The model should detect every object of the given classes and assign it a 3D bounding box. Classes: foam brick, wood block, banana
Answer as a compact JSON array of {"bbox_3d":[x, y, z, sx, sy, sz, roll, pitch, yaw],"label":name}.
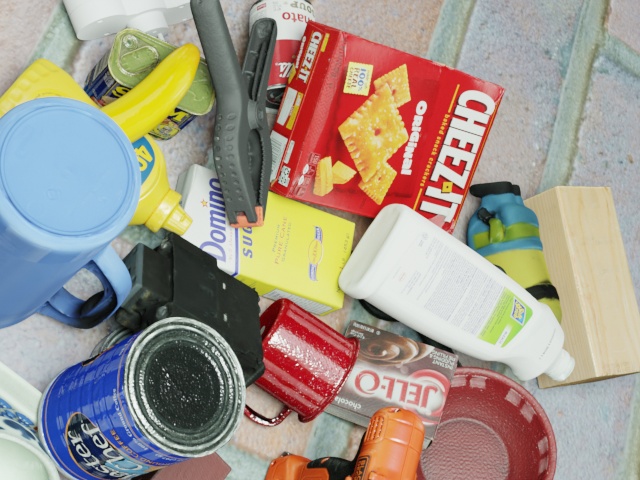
[{"bbox_3d":[-0.124,0.206,0.900,0.051,0.053,0.078,48,56,-10],"label":"foam brick"},{"bbox_3d":[0.281,0.052,1.174,0.090,0.091,0.206,-1,75,-33],"label":"wood block"},{"bbox_3d":[-0.179,-0.107,0.884,0.197,0.037,0.069,-22,99,-23],"label":"banana"}]

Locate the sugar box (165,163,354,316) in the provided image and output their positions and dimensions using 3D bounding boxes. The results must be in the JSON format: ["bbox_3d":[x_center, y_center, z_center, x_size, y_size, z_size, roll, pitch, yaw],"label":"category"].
[{"bbox_3d":[-0.056,0.001,1.011,0.176,0.048,0.093,20,65,-26],"label":"sugar box"}]

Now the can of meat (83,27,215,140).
[{"bbox_3d":[-0.157,-0.138,0.970,0.102,0.084,0.057,21,65,-25],"label":"can of meat"}]

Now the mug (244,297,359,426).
[{"bbox_3d":[-0.031,0.115,0.973,0.081,0.093,0.117,35,96,-12],"label":"mug"}]

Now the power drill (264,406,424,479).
[{"bbox_3d":[0.008,0.238,0.889,0.057,0.188,0.184,32,59,-21],"label":"power drill"}]

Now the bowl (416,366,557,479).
[{"bbox_3d":[0.145,0.207,1.040,0.162,0.055,0.162,1,62,-2],"label":"bowl"}]

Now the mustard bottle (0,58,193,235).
[{"bbox_3d":[-0.193,-0.066,0.927,0.191,0.058,0.096,37,60,-9],"label":"mustard bottle"}]

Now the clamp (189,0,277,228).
[{"bbox_3d":[-0.068,-0.118,0.971,0.164,0.036,0.210,-26,112,-70],"label":"clamp"}]

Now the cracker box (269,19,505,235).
[{"bbox_3d":[0.062,-0.105,1.046,0.213,0.072,0.164,12,103,-34],"label":"cracker box"}]

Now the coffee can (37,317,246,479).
[{"bbox_3d":[-0.138,0.126,0.811,0.102,0.141,0.103,18,61,-35],"label":"coffee can"}]

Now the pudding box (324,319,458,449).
[{"bbox_3d":[0.066,0.137,1.021,0.113,0.039,0.090,18,61,7],"label":"pudding box"}]

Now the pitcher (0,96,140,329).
[{"bbox_3d":[-0.216,-0.011,0.797,0.149,0.243,0.145,-4,79,-32],"label":"pitcher"}]

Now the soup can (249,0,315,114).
[{"bbox_3d":[-0.037,-0.186,1.070,0.068,0.069,0.102,7,70,-30],"label":"soup can"}]

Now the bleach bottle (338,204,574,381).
[{"bbox_3d":[0.144,0.070,1.034,0.250,0.068,0.102,35,84,-19],"label":"bleach bottle"}]
